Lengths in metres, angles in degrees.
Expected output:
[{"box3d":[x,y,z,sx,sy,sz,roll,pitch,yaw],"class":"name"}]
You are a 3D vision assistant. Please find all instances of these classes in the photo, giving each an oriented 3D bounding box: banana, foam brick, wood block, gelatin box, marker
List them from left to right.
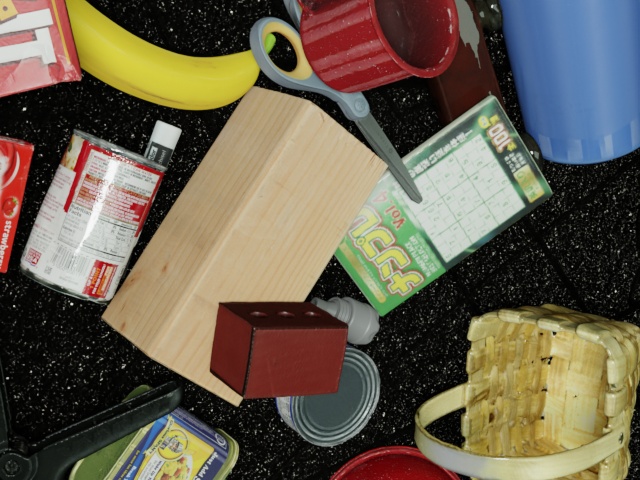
[{"box3d":[-0.233,-0.029,0.693,0.073,0.030,0.089,11,98,-34],"class":"gelatin box"},{"box3d":[-0.130,-0.027,0.766,0.020,0.020,0.121,20,92,-35],"class":"marker"},{"box3d":[-0.118,-0.129,0.737,0.197,0.037,0.069,9,70,-37],"class":"banana"},{"box3d":[-0.055,0.001,0.779,0.090,0.090,0.206,36,83,-35],"class":"wood block"},{"box3d":[-0.028,0.074,0.730,0.078,0.053,0.051,2,104,-34],"class":"foam brick"}]

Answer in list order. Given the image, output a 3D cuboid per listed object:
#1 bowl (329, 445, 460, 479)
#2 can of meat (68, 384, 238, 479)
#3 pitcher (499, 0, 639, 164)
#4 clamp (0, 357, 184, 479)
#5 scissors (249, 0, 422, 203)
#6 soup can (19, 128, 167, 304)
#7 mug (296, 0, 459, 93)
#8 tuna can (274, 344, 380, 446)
[{"box3d":[0.073,0.261,0.921,0.162,0.055,0.162,1,86,-17],"class":"bowl"},{"box3d":[-0.126,0.170,0.804,0.083,0.058,0.102,41,80,-32],"class":"can of meat"},{"box3d":[0.211,-0.195,0.877,0.149,0.145,0.243,-23,119,-12],"class":"pitcher"},{"box3d":[-0.201,0.150,0.741,0.164,0.036,0.210,22,94,-11],"class":"clamp"},{"box3d":[0.010,-0.100,0.803,0.096,0.016,0.202,-33,105,-36],"class":"scissors"},{"box3d":[-0.154,-0.016,0.724,0.068,0.069,0.102,22,92,-35],"class":"soup can"},{"box3d":[0.031,-0.157,0.760,0.117,0.082,0.093,25,66,-38],"class":"mug"},{"box3d":[0.005,0.125,0.887,0.086,0.034,0.086,-9,109,-30],"class":"tuna can"}]
